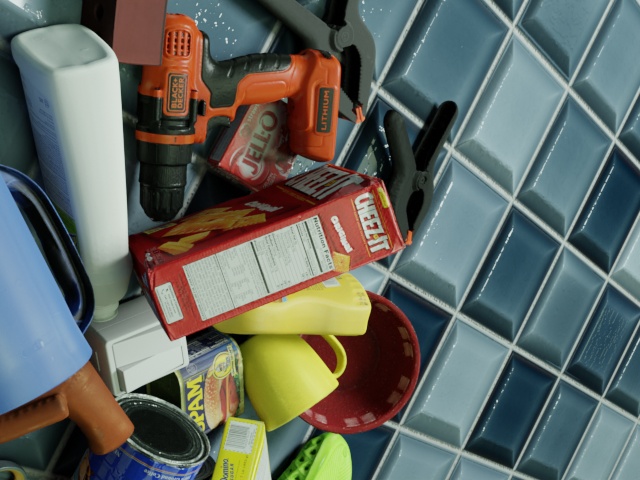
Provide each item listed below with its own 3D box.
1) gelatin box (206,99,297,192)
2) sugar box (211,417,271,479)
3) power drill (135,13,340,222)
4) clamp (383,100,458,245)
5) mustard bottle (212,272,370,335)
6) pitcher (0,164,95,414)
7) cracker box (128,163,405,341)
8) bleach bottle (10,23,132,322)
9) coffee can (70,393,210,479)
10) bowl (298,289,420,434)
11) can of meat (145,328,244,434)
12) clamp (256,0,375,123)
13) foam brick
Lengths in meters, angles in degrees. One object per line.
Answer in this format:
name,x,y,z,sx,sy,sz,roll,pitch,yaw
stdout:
gelatin box,-0.057,-0.095,1.035,0.073,0.030,0.089,31,84,-31
sugar box,-0.082,0.267,1.114,0.176,0.048,0.093,93,9,-52
power drill,-0.076,-0.108,0.970,0.187,0.057,0.184,-3,106,-30
clamp,0.098,-0.078,1.207,0.120,0.039,0.171,-1,109,-44
mustard bottle,-0.053,0.061,1.067,0.191,0.096,0.058,2,112,-26
pitcher,-0.265,0.001,0.771,0.145,0.149,0.243,-22,102,-6
cracker box,-0.056,0.001,0.939,0.213,0.164,0.072,-22,105,-11
bleach bottle,-0.199,-0.045,0.891,0.068,0.103,0.251,-18,127,-26
coffee can,-0.179,0.229,0.995,0.102,0.103,0.140,11,115,-47
bowl,0.027,0.130,1.185,0.162,0.055,0.162,-1,95,-8
can of meat,-0.125,0.148,1.073,0.083,0.058,0.102,-24,124,-40
clamp,0.003,-0.204,1.054,0.164,0.036,0.210,-32,129,-32
foam brick,-0.162,-0.188,0.882,0.051,0.053,0.078,-8,112,-44
